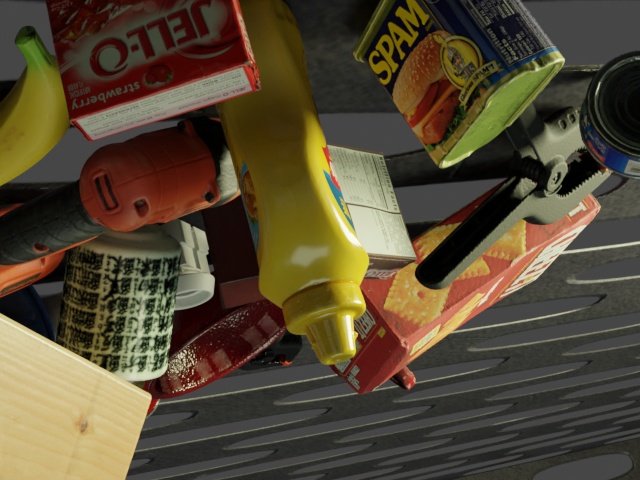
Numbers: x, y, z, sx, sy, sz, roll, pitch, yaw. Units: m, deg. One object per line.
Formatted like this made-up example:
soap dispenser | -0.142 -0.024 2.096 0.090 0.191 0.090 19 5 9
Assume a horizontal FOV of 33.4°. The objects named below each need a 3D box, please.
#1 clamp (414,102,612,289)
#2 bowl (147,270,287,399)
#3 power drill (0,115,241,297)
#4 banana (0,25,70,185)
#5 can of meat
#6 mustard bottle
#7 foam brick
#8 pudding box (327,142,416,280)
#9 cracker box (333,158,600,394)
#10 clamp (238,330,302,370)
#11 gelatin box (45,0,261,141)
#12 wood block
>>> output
clamp | 0.157 -0.060 0.776 0.209 0.036 0.165 -18 130 -41
bowl | -0.091 0.070 0.927 0.162 0.055 0.162 -31 163 -11
power drill | -0.128 -0.023 0.645 0.188 0.057 0.184 -22 -179 26
banana | -0.195 -0.054 0.589 0.198 0.037 0.069 -30 134 29
can of meat | 0.073 -0.099 0.573 0.057 0.084 0.102 -27 167 -26
mustard bottle | -0.017 -0.028 0.555 0.058 0.191 0.096 -15 160 -4
foam brick | -0.055 0.001 0.773 0.051 0.078 0.053 -12 160 -7
pudding box | 0.009 -0.022 0.742 0.113 0.090 0.039 7 148 -46
cracker box | 0.112 0.032 0.896 0.213 0.072 0.164 -31 166 -20
clamp | -0.059 0.106 1.107 0.120 0.039 0.171 -19 166 23
gelatin box | -0.079 -0.095 0.503 0.089 0.073 0.030 -17 160 3
wood block | -0.208 0.095 0.636 0.090 0.090 0.205 2 155 34
